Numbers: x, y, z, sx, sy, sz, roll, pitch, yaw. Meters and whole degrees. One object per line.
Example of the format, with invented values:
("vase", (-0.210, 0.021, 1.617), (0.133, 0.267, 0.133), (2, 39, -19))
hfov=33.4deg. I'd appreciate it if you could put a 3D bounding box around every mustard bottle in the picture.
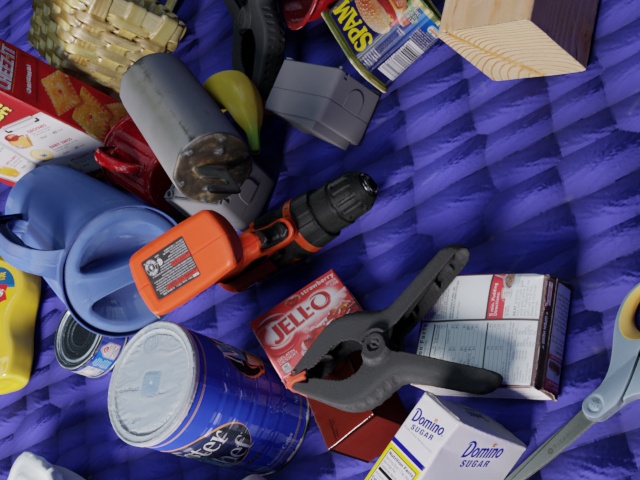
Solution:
("mustard bottle", (-0.367, 0.079, 1.241), (0.096, 0.058, 0.191), (-19, 59, 36))

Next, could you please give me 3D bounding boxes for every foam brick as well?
("foam brick", (0.027, 0.129, 0.857), (0.053, 0.051, 0.078), (-42, 47, 21))

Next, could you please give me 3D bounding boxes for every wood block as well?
("wood block", (0.174, -0.246, 0.870), (0.090, 0.090, 0.206), (0, 71, 44))

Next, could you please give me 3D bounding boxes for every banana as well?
("banana", (-0.095, -0.136, 1.060), (0.198, 0.037, 0.070), (35, 109, 66))

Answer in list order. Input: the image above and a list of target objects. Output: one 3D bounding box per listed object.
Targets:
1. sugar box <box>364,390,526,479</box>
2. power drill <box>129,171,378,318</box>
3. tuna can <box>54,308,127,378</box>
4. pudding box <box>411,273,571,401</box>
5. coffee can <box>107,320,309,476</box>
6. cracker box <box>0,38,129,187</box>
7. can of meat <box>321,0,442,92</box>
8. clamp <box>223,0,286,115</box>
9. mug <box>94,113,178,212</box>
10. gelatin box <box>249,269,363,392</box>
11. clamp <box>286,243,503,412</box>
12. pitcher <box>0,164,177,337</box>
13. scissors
("sugar box", (0.063, 0.197, 0.763), (0.048, 0.093, 0.176), (37, 96, 45))
("power drill", (-0.056, 0.001, 0.906), (0.185, 0.187, 0.057), (-33, 79, 28))
("tuna can", (-0.244, 0.101, 1.133), (0.086, 0.033, 0.086), (-20, 58, 35))
("pudding box", (0.127, 0.071, 0.802), (0.114, 0.039, 0.090), (-5, 68, 43))
("coffee can", (-0.092, 0.136, 0.900), (0.103, 0.140, 0.103), (-20, 58, 35))
("cracker box", (-0.327, -0.129, 1.189), (0.164, 0.213, 0.072), (-20, 58, 35))
("can of meat", (0.060, -0.201, 0.980), (0.084, 0.057, 0.102), (-41, 49, 18))
("clamp", (-0.063, -0.232, 1.088), (0.165, 0.036, 0.210), (-40, 54, 56))
("mug", (-0.176, -0.080, 1.102), (0.082, 0.117, 0.093), (31, 108, 41))
("gelatin box", (-0.007, 0.076, 0.906), (0.089, 0.030, 0.073), (-32, 46, -4))
("clamp", (0.052, 0.072, 0.807), (0.172, 0.039, 0.120), (-15, 53, 25))
("pitcher", (-0.251, -0.003, 1.102), (0.145, 0.149, 0.243), (-41, 34, -15))
("scissors", (0.194, 0.095, 0.745), (0.202, 0.016, 0.096), (-34, 50, 27))
